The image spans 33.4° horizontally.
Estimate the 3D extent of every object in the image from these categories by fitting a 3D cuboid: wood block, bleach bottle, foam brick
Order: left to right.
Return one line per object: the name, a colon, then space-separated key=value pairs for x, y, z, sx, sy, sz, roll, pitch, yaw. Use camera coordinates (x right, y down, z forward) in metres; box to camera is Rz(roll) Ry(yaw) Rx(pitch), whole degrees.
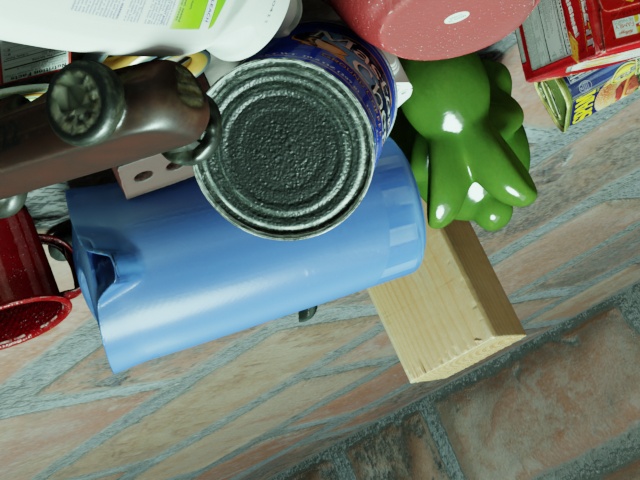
bleach bottle: x=-0.086 y=-0.123 z=0.486 sx=0.250 sy=0.068 sz=0.102 roll=4 pitch=108 yaw=-61
foam brick: x=-0.103 y=-0.070 z=0.698 sx=0.078 sy=0.051 sz=0.053 roll=-21 pitch=163 yaw=-11
wood block: x=0.089 y=0.014 z=0.959 sx=0.091 sy=0.206 sz=0.090 roll=-31 pitch=162 yaw=23

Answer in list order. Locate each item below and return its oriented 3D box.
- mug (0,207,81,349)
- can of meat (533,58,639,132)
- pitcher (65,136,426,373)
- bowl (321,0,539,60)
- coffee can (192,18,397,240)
mug: x=-0.225 y=0.024 z=0.769 sx=0.117 sy=0.081 sz=0.093 roll=-11 pitch=160 yaw=-37
can of meat: x=0.237 y=-0.147 z=0.931 sx=0.084 sy=0.057 sz=0.102 roll=-28 pitch=164 yaw=4
pitcher: x=-0.055 y=0.001 z=0.777 sx=0.242 sy=0.149 sz=0.145 roll=-14 pitch=131 yaw=-10
bowl: x=0.074 y=-0.152 z=0.625 sx=0.162 sy=0.055 sz=0.162 roll=-10 pitch=161 yaw=-4
coffee can: x=-0.011 y=-0.071 z=0.636 sx=0.103 sy=0.103 sz=0.140 roll=-30 pitch=-168 yaw=18
